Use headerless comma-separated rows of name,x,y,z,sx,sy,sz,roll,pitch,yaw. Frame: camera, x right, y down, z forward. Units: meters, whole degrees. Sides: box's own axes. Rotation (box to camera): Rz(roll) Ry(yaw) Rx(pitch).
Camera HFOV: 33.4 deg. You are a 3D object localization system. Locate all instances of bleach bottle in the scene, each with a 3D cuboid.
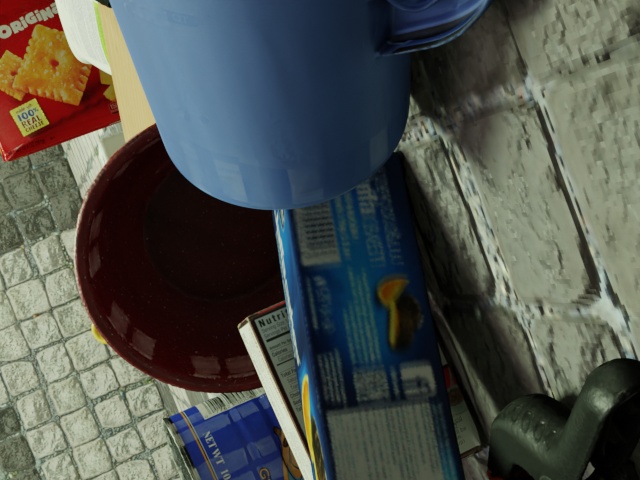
bleach bottle,-0.162,-0.175,0.902,0.251,0.068,0.102,41,149,56

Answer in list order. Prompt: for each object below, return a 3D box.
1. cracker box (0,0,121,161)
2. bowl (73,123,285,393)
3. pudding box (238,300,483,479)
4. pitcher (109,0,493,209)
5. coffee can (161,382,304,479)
cracker box,-0.278,-0.205,1.068,0.213,0.164,0.072,71,164,-11
bowl,-0.054,0.001,0.594,0.055,0.162,0.162,-119,11,-71
pudding box,0.021,0.075,0.551,0.113,0.090,0.039,66,165,8
pitcher,-0.016,-0.118,0.365,0.243,0.145,0.149,82,175,-53
coffee can,-0.009,0.123,0.623,0.103,0.140,0.103,59,163,30
